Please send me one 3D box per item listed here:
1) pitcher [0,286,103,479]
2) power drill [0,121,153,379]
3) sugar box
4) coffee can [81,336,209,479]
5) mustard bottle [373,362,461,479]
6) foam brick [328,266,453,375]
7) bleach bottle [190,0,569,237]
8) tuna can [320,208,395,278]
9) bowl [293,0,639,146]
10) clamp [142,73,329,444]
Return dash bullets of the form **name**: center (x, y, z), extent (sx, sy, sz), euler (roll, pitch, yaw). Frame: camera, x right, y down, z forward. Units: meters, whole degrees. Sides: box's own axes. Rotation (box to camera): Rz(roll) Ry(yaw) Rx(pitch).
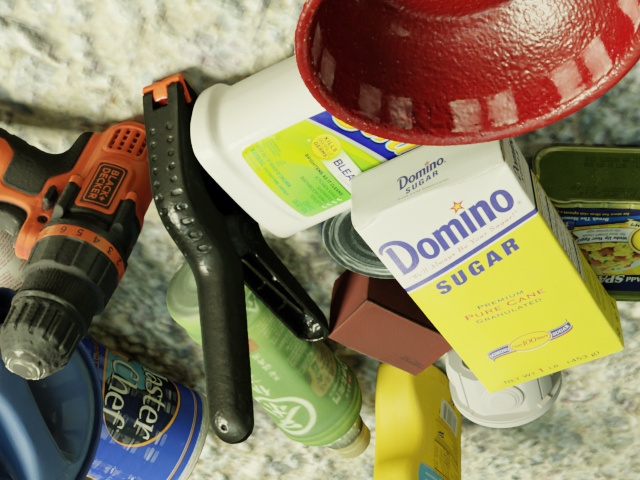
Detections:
- **pitcher**: center (-0.275, 0.123, 0.715), extent (0.243, 0.149, 0.145), euler (0, 139, 34)
- **power drill**: center (-0.198, -0.017, 0.615), extent (0.187, 0.184, 0.057), euler (18, 137, 0)
- **sugar box**: center (0.099, 0.015, 0.617), extent (0.093, 0.048, 0.176), euler (-24, 132, 23)
- **coffee can**: center (-0.171, 0.135, 0.824), extent (0.140, 0.102, 0.103), euler (32, 131, -26)
- **mustard bottle**: center (0.072, 0.187, 0.789), extent (0.058, 0.191, 0.096), euler (-16, 134, 21)
- **foam brick**: center (0.051, 0.050, 0.745), extent (0.078, 0.051, 0.053), euler (26, 135, -21)
- **bleach bottle**: center (0.056, -0.089, 0.587), extent (0.251, 0.068, 0.102), euler (-24, 130, 25)
- **tuna can**: center (0.043, -0.014, 0.689), extent (0.086, 0.033, 0.086), euler (3, 138, 3)
- **bowl**: center (0.067, -0.110, 0.484), extent (0.162, 0.055, 0.162), euler (-3, 151, -2)
- **clamp**: center (-0.054, 0.001, 0.656), extent (0.036, 0.164, 0.210), euler (-17, 94, 21)
